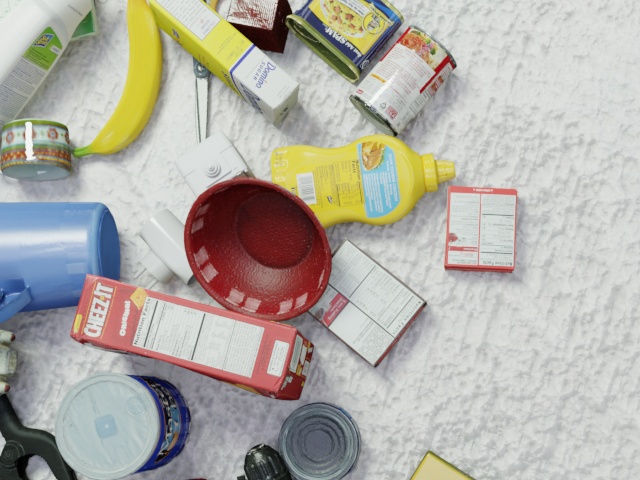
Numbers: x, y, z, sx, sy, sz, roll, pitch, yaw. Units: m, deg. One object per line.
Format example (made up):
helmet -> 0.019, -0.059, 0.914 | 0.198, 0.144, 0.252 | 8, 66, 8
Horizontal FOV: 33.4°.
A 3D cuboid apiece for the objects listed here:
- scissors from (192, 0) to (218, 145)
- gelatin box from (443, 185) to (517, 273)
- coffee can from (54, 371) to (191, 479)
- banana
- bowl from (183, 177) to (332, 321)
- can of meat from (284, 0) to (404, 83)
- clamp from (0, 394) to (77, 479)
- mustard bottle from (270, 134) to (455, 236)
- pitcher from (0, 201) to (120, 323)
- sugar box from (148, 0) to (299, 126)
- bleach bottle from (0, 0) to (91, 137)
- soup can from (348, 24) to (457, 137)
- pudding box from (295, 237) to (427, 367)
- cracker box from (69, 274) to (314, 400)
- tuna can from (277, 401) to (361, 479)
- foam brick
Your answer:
scissors -> -0.116, -0.204, 1.193 | 0.096, 0.016, 0.202 | -16, 81, 4
gelatin box -> 0.169, -0.011, 1.126 | 0.073, 0.030, 0.089 | 3, 82, 5
coffee can -> -0.197, 0.187, 1.083 | 0.103, 0.140, 0.103 | -1, 82, 6
banana -> -0.212, -0.176, 1.185 | 0.069, 0.037, 0.198 | 20, 85, -4
bowl -> -0.057, 0.001, 1.101 | 0.162, 0.055, 0.162 | 8, 116, 17
can of meat -> 0.027, -0.236, 1.154 | 0.102, 0.057, 0.084 | 40, 85, -4
clamp -> -0.328, 0.219, 1.146 | 0.171, 0.039, 0.120 | 20, 87, 9
mustard bottle -> 0.047, -0.063, 1.132 | 0.191, 0.058, 0.096 | -7, 91, 5
pitcher -> -0.342, 0.026, 1.126 | 0.243, 0.145, 0.149 | -3, 84, 3
sugar box -> -0.102, -0.199, 1.138 | 0.176, 0.093, 0.048 | 43, 85, 1
bleach bottle -> -0.327, -0.200, 1.161 | 0.068, 0.102, 0.251 | 43, 94, 11
soup can -> 0.088, -0.169, 1.139 | 0.068, 0.068, 0.102 | 40, 88, 10
pudding box -> 0.043, 0.065, 1.126 | 0.113, 0.039, 0.090 | 39, 88, 8
cracker box -> -0.123, 0.102, 1.075 | 0.214, 0.164, 0.072 | 14, 81, 8
tuna can -> -0.001, 0.211, 1.111 | 0.086, 0.033, 0.086 | -1, 82, 6
foam brick -> -0.065, -0.244, 1.162 | 0.051, 0.078, 0.053 | 12, 83, 9
